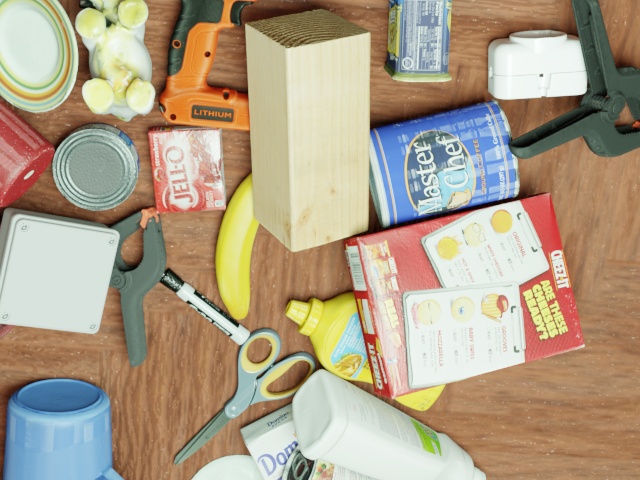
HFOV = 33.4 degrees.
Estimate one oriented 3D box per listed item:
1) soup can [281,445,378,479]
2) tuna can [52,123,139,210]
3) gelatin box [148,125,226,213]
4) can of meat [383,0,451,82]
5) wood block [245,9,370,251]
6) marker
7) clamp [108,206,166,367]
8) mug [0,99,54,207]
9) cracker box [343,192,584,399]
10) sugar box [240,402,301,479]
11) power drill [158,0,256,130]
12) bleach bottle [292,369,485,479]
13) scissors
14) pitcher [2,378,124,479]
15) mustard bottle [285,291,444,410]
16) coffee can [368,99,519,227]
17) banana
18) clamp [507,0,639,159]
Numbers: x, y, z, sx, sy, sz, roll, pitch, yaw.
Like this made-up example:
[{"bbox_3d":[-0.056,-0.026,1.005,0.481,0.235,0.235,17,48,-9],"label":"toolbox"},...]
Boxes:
[{"bbox_3d":[0.017,0.268,1.168,0.102,0.068,0.068,27,105,-22],"label":"soup can"},{"bbox_3d":[-0.229,-0.076,1.095,0.086,0.034,0.086,-1,109,-4],"label":"tuna can"},{"bbox_3d":[-0.137,-0.074,1.104,0.073,0.030,0.089,-3,108,-2],"label":"gelatin box"},{"bbox_3d":[0.095,-0.204,1.042,0.057,0.102,0.084,0,107,-4],"label":"can of meat"},{"bbox_3d":[-0.011,-0.107,1.034,0.090,0.091,0.206,-16,122,-25],"label":"wood block"},{"bbox_3d":[-0.128,0.071,1.161,0.121,0.020,0.020,40,101,-16],"label":"marker"},{"bbox_3d":[-0.206,0.049,1.132,0.120,0.039,0.172,34,105,-6],"label":"clamp"},{"bbox_3d":[-0.321,-0.082,1.054,0.081,0.093,0.117,41,145,-1],"label":"mug"},{"bbox_3d":[0.143,0.054,1.086,0.213,0.072,0.164,-13,91,-15],"label":"cracker box"},{"bbox_3d":[-0.014,0.274,1.221,0.093,0.048,0.176,-27,112,-6],"label":"sugar box"},{"bbox_3d":[-0.085,-0.206,1.052,0.184,0.057,0.188,4,107,-7],"label":"power drill"},{"bbox_3d":[0.087,0.231,1.175,0.250,0.102,0.068,30,113,-27],"label":"bleach bottle"},{"bbox_3d":[-0.102,0.170,1.199,0.202,0.016,0.096,-29,107,6],"label":"scissors"},{"bbox_3d":[-0.277,0.282,1.165,0.149,0.145,0.243,-3,107,-25],"label":"pitcher"},{"bbox_3d":[0.051,0.110,1.168,0.191,0.058,0.096,24,103,-12],"label":"mustard bottle"},{"bbox_3d":[0.119,-0.078,1.085,0.140,0.103,0.103,-13,109,0],"label":"coffee can"},{"bbox_3d":[-0.072,-0.009,1.128,0.069,0.037,0.198,24,105,-10],"label":"banana"},{"bbox_3d":[0.273,-0.129,1.062,0.209,0.036,0.164,25,94,-44],"label":"clamp"}]
